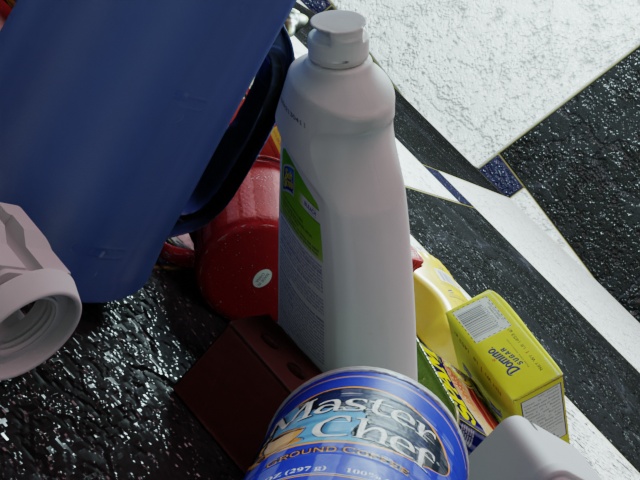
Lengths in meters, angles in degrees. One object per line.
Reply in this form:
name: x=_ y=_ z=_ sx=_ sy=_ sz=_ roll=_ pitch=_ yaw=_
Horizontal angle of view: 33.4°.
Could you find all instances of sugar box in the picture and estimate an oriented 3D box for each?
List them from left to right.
sugar box: x=0.141 y=0.126 z=0.779 sx=0.093 sy=0.048 sz=0.176 roll=57 pitch=-13 yaw=44

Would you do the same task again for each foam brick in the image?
foam brick: x=-0.029 y=0.086 z=0.571 sx=0.078 sy=0.051 sz=0.053 roll=47 pitch=15 yaw=14

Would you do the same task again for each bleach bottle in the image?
bleach bottle: x=0.015 y=0.000 z=0.585 sx=0.068 sy=0.251 sz=0.103 roll=-18 pitch=38 yaw=-23

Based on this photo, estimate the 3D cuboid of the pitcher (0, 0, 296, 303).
pitcher: x=-0.085 y=-0.096 z=0.540 sx=0.145 sy=0.243 sz=0.149 roll=34 pitch=25 yaw=-3

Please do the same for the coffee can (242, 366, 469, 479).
coffee can: x=0.012 y=0.124 z=0.462 sx=0.103 sy=0.103 sz=0.140 roll=43 pitch=14 yaw=-1

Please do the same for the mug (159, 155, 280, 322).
mug: x=-0.055 y=0.001 z=0.705 sx=0.117 sy=0.093 sz=0.081 roll=7 pitch=29 yaw=-11
